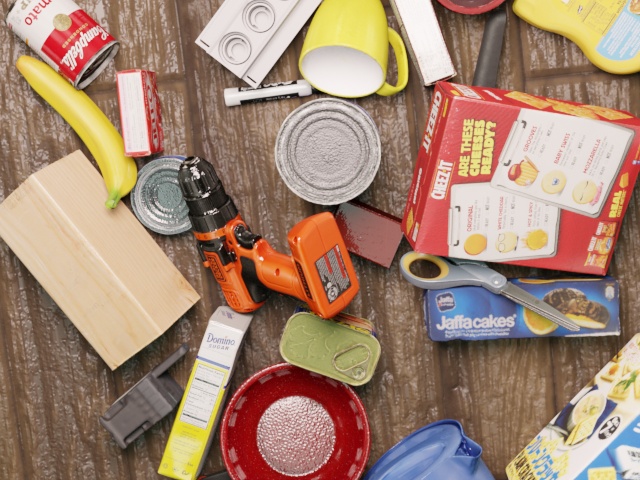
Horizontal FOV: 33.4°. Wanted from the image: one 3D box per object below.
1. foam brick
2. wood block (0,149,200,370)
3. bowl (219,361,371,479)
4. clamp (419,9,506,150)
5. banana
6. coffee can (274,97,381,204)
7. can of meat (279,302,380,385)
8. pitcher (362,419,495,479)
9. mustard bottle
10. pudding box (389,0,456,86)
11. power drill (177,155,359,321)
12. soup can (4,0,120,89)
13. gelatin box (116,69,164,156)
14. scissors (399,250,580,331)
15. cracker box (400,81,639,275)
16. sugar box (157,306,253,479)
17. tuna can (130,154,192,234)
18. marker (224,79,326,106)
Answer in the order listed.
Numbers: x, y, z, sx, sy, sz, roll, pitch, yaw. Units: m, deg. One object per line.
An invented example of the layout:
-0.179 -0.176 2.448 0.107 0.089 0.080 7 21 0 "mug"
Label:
0.048 -0.010 1.138 0.078 0.053 0.051 23 98 0 "foam brick"
-0.238 0.020 1.128 0.090 0.090 0.206 -36 95 30 "wood block"
-0.027 0.213 1.159 0.162 0.055 0.162 0 82 0 "bowl"
0.183 -0.111 1.123 0.164 0.036 0.210 35 102 -11 "clamp"
-0.248 -0.119 1.131 0.037 0.069 0.198 -40 78 17 "banana"
0.010 -0.093 1.085 0.103 0.140 0.103 0 98 3 "coffee can"
0.012 0.107 1.140 0.102 0.084 0.057 19 98 1 "can of meat"
0.152 0.327 1.149 0.145 0.149 0.243 -37 98 -8 "pitcher"
0.301 -0.227 1.092 0.191 0.058 0.096 32 97 -1 "mustard bottle"
0.104 -0.214 1.089 0.039 0.090 0.113 -22 95 6 "pudding box"
-0.057 0.001 1.077 0.057 0.188 0.184 -40 122 -30 "power drill"
-0.271 -0.217 1.120 0.102 0.068 0.068 42 98 -3 "soup can"
-0.189 -0.134 1.124 0.030 0.073 0.089 -5 97 4 "gelatin box"
0.161 0.050 1.094 0.096 0.016 0.202 -32 55 -17 "scissors"
0.204 -0.062 1.076 0.213 0.072 0.164 7 111 -14 "cracker box"
-0.123 0.163 1.151 0.048 0.093 0.176 17 97 0 "sugar box"
-0.161 -0.049 1.154 0.086 0.033 0.086 0 98 3 "tuna can"
-0.042 -0.160 1.140 0.121 0.020 0.020 -7 97 4 "marker"
